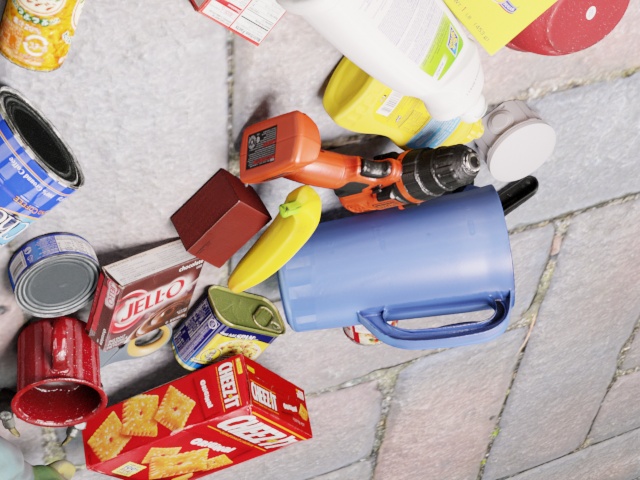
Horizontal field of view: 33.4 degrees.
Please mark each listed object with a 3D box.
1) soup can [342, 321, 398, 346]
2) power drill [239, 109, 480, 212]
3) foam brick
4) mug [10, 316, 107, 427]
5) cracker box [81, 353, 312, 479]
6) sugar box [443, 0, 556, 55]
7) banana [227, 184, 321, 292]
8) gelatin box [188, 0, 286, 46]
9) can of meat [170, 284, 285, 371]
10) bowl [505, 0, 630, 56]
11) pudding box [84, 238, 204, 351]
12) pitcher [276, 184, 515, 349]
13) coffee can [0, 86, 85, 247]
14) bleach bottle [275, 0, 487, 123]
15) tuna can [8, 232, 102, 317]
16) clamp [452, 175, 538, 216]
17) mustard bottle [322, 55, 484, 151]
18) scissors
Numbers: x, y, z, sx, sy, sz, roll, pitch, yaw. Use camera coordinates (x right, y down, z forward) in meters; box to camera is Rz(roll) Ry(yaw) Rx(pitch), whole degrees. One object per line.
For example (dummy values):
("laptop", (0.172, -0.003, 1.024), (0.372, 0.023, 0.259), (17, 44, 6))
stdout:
("soup can", (0.052, 0.067, 1.235), (0.068, 0.068, 0.102), (-23, 141, -9))
("power drill", (0.032, -0.071, 1.012), (0.187, 0.057, 0.185), (13, 163, -36))
("foam brick", (-0.098, -0.022, 1.052), (0.078, 0.051, 0.052), (-42, 140, 15))
("mug", (-0.263, 0.123, 1.071), (0.093, 0.081, 0.117), (-2, 141, -13))
("cracker box", (-0.139, 0.217, 1.226), (0.214, 0.072, 0.164), (-22, 151, 16))
("sugar box", (0.189, -0.258, 0.946), (0.176, 0.048, 0.093), (-40, 110, 15))
("banana", (-0.040, -0.006, 1.025), (0.069, 0.037, 0.198), (-21, 163, -27))
("gelatin box", (-0.055, -0.213, 0.881), (0.089, 0.030, 0.073), (-47, 141, 20))
("can of meat", (-0.104, 0.104, 1.186), (0.101, 0.057, 0.084), (17, 125, -43))
("bowl", (0.245, -0.234, 1.030), (0.162, 0.055, 0.162), (-18, 141, -15))
("pudding box", (-0.175, 0.053, 1.068), (0.113, 0.039, 0.090), (-26, 149, -45))
("pitcher", (0.079, 0.034, 1.115), (0.243, 0.149, 0.145), (-10, 100, 2))
("coffee can", (-0.279, -0.043, 0.869), (0.140, 0.103, 0.102), (-36, 142, 7))
("bleach bottle", (0.070, -0.171, 0.917), (0.250, 0.068, 0.102), (38, 75, -44))
("tuna can", (-0.255, 0.033, 1.026), (0.086, 0.034, 0.086), (-18, 141, -15))
("clamp", (0.179, -0.019, 1.244), (0.120, 0.039, 0.172), (2, 135, -25))
("mustard bottle", (0.097, -0.133, 1.045), (0.191, 0.058, 0.096), (16, 118, -43))
("scissors", (-0.235, 0.139, 1.170), (0.096, 0.016, 0.202), (14, 125, -35))
